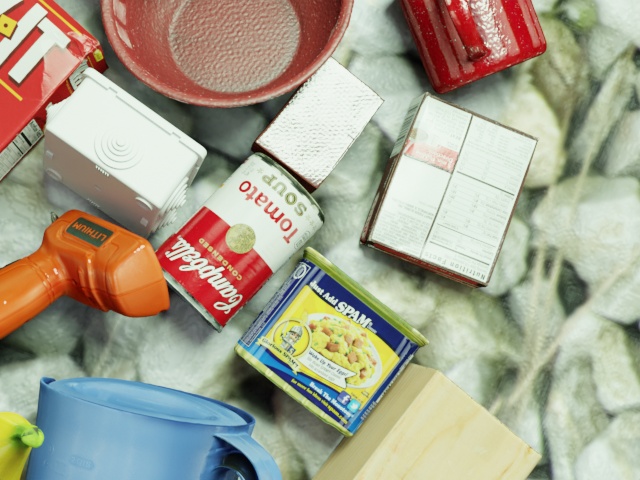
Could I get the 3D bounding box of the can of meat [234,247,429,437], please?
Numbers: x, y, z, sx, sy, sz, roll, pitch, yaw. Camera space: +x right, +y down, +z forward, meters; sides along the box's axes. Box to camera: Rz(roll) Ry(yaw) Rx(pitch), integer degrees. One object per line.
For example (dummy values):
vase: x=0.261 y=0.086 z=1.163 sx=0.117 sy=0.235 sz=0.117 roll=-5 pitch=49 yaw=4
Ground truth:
can of meat: x=0.006 y=0.068 z=0.706 sx=0.102 sy=0.057 sz=0.084 roll=38 pitch=85 yaw=-3

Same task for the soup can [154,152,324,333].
soup can: x=-0.055 y=0.001 z=0.696 sx=0.068 sy=0.068 sz=0.102 roll=45 pitch=81 yaw=-3

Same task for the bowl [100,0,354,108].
bowl: x=-0.059 y=-0.148 z=0.697 sx=0.162 sy=0.055 sz=0.162 roll=-1 pitch=70 yaw=1

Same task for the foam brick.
foam brick: x=-0.003 y=-0.076 z=0.716 sx=0.053 sy=0.051 sz=0.078 roll=39 pitch=82 yaw=-5

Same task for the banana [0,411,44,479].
banana: x=-0.199 y=0.172 z=0.622 sx=0.037 sy=0.070 sz=0.198 roll=9 pitch=113 yaw=-21

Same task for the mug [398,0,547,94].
mug: x=0.099 y=-0.148 z=0.705 sx=0.093 sy=0.117 sz=0.081 roll=-20 pitch=95 yaw=13

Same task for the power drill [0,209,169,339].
power drill: x=-0.184 y=0.053 z=0.613 sx=0.187 sy=0.185 sz=0.057 roll=-30 pitch=123 yaw=-31

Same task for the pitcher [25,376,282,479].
pitcher: x=-0.119 y=0.209 z=0.639 sx=0.145 sy=0.149 sz=0.243 roll=12 pitch=88 yaw=-13

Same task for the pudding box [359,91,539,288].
pudding box: x=0.088 y=-0.034 z=0.733 sx=0.090 sy=0.039 sz=0.113 roll=22 pitch=86 yaw=-7

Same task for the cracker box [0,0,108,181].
cracker box: x=-0.267 y=-0.095 z=0.669 sx=0.164 sy=0.072 sz=0.213 roll=42 pitch=82 yaw=-3

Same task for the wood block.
wood block: x=0.034 y=0.188 z=0.685 sx=0.090 sy=0.091 sz=0.206 roll=40 pitch=82 yaw=-5
